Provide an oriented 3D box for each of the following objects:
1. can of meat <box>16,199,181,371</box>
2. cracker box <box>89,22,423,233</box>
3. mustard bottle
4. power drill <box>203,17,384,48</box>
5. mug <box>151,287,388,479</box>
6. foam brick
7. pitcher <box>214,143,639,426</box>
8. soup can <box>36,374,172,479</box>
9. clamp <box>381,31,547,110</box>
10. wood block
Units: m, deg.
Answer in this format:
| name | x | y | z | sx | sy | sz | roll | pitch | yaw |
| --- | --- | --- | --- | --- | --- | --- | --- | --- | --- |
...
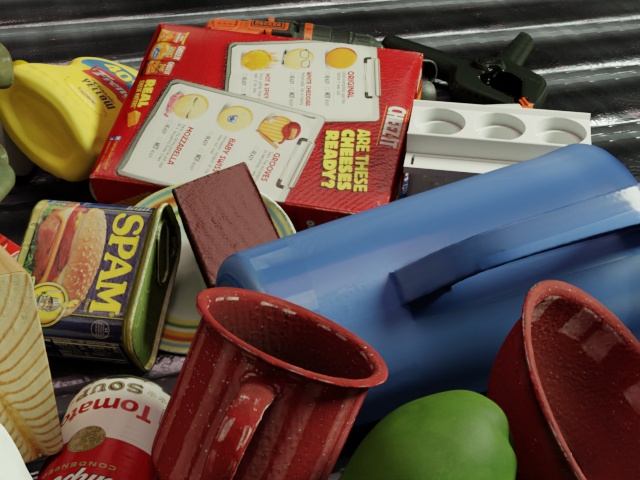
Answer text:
| name | x | y | z | sx | sy | sz | roll | pitch | yaw |
| --- | --- | --- | --- | --- | --- | --- | --- | --- | --- |
| can of meat | -0.139 | 0.025 | 0.659 | 0.084 | 0.057 | 0.102 | 4 | 61 | 10 |
| cracker box | -0.041 | -0.074 | 0.800 | 0.214 | 0.072 | 0.164 | 9 | 55 | 10 |
| mustard bottle | -0.180 | -0.107 | 0.876 | 0.096 | 0.058 | 0.191 | 45 | 21 | 2 |
| power drill | -0.031 | -0.157 | 1.008 | 0.184 | 0.057 | 0.187 | 4 | 28 | 1 |
| mug | -0.029 | 0.080 | 0.477 | 0.093 | 0.081 | 0.117 | 23 | 12 | 3 |
| foam brick | -0.054 | 0.001 | 0.667 | 0.051 | 0.053 | 0.078 | -21 | 60 | -7 |
| pitcher | 0.070 | 0.028 | 0.609 | 0.242 | 0.149 | 0.145 | -15 | 33 | -20 |
| soup can | -0.102 | 0.121 | 0.512 | 0.068 | 0.068 | 0.102 | 4 | 30 | 3 |
| clamp | 0.150 | -0.160 | 1.037 | 0.164 | 0.036 | 0.210 | -1 | 31 | -6 |
| wood block | -0.207 | 0.046 | 0.554 | 0.090 | 0.091 | 0.206 | -14 | 15 | -24 |
